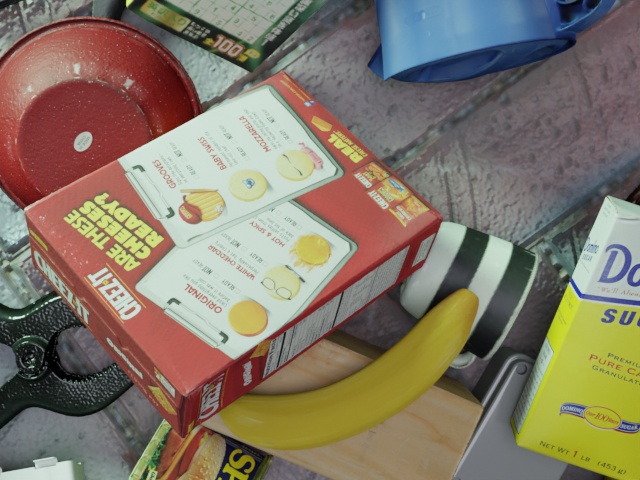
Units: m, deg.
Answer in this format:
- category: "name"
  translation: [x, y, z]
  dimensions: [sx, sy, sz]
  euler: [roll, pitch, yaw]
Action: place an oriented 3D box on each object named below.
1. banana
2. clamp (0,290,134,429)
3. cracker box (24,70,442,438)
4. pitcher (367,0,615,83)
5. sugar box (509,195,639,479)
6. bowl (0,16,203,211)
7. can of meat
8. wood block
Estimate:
- category: "banana"
  translation: [0.018, 0.093, 0.698]
  dimensions: [0.198, 0.037, 0.069]
  euler: [-18, 94, -1]
- category: "clamp"
  translation: [-0.215, 0.076, 0.781]
  dimensions: [0.210, 0.036, 0.164]
  euler: [-13, 94, 3]
- category: "cracker box"
  translation: [-0.055, 0.001, 0.695]
  dimensions: [0.213, 0.072, 0.164]
  euler: [-34, 66, -27]
- category: "pitcher"
  translation: [0.098, -0.235, 0.726]
  dimensions: [0.149, 0.145, 0.243]
  euler: [-10, 91, -10]
- category: "sugar box"
  translation: [0.203, 0.068, 0.714]
  dimensions: [0.093, 0.048, 0.176]
  euler: [18, 108, -2]
- category: "bowl"
  translation: [-0.162, -0.072, 0.746]
  dimensions: [0.162, 0.055, 0.162]
  euler: [-2, 108, -5]
- category: "can of meat"
  translation: [-0.093, 0.179, 0.763]
  dimensions: [0.084, 0.102, 0.058]
  euler: [30, 137, 0]
- category: "wood block"
  translation: [-0.002, 0.110, 0.763]
  dimensions: [0.206, 0.091, 0.090]
  euler: [24, 92, -3]
